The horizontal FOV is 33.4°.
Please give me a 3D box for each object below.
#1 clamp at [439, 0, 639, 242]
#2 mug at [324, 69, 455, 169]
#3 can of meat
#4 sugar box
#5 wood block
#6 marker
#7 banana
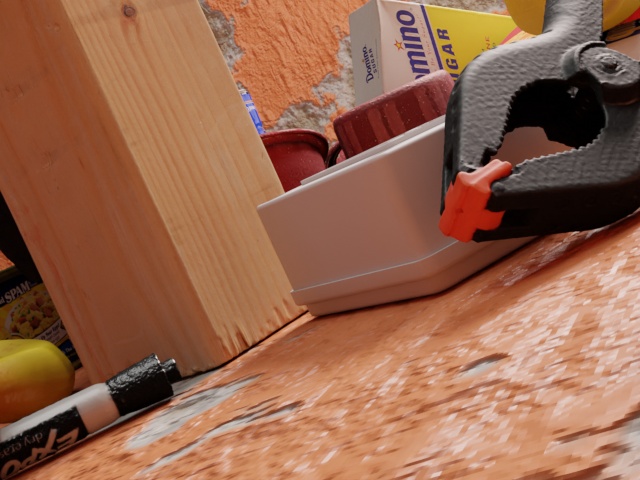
[{"bbox_3d":[0.109,-0.049,0.385,0.171,0.120,0.039,-49,-24,-33],"label":"clamp"},{"bbox_3d":[0.051,-0.052,0.683,0.117,0.081,0.093,-21,5,39],"label":"mug"},{"bbox_3d":[-0.214,0.063,0.743,0.058,0.084,0.101,-22,5,35],"label":"can of meat"},{"bbox_3d":[0.109,-0.129,0.824,0.175,0.093,0.048,0,-10,-32],"label":"sugar box"},{"bbox_3d":[-0.091,-0.042,0.500,0.090,0.206,0.090,-21,4,39],"label":"wood block"},{"bbox_3d":[-0.110,0.076,0.413,0.121,0.020,0.020,-25,4,-13],"label":"marker"},{"bbox_3d":[-0.165,0.075,0.571,0.069,0.037,0.198,-8,1,-24],"label":"banana"}]
